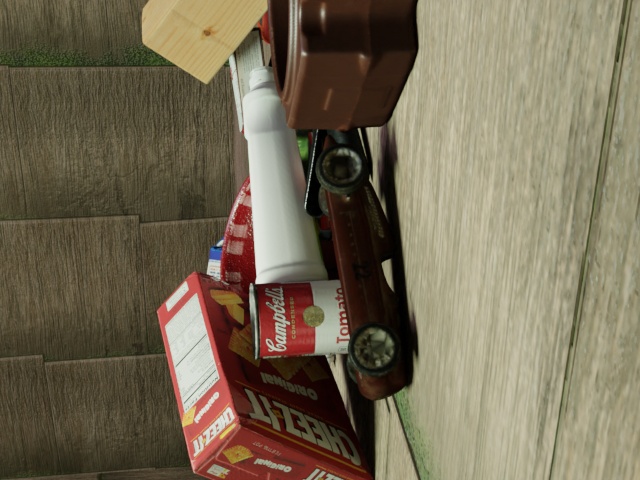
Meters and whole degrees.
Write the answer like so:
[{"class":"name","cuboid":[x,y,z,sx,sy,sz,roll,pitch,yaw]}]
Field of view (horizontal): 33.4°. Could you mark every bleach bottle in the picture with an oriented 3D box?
[{"class":"bleach bottle","cuboid":[-0.042,-0.061,1.049,0.102,0.068,0.251,87,175,-69]}]

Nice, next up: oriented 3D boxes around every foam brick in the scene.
[{"class":"foam brick","cuboid":[-0.006,0.047,1.112,0.053,0.051,0.078,-103,12,-53]}]

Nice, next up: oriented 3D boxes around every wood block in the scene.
[{"class":"wood block","cuboid":[-0.099,-0.285,1.155,0.206,0.090,0.090,-46,30,24]}]

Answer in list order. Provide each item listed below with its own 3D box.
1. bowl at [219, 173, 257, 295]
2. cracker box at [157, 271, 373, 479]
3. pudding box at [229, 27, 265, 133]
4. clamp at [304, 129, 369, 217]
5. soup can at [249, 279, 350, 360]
[{"class":"bowl","cuboid":[-0.058,0.001,1.181,0.162,0.055,0.162,12,90,67]},{"class":"cracker box","cuboid":[-0.054,0.140,0.994,0.072,0.164,0.214,-48,36,18]},{"class":"pudding box","cuboid":[-0.083,-0.187,1.259,0.090,0.039,0.113,176,85,-83]},{"class":"clamp","cuboid":[0.008,-0.106,0.964,0.120,0.039,0.171,140,133,-57]},{"class":"soup can","cuboid":[-0.010,0.069,0.944,0.068,0.102,0.068,177,90,-83]}]
